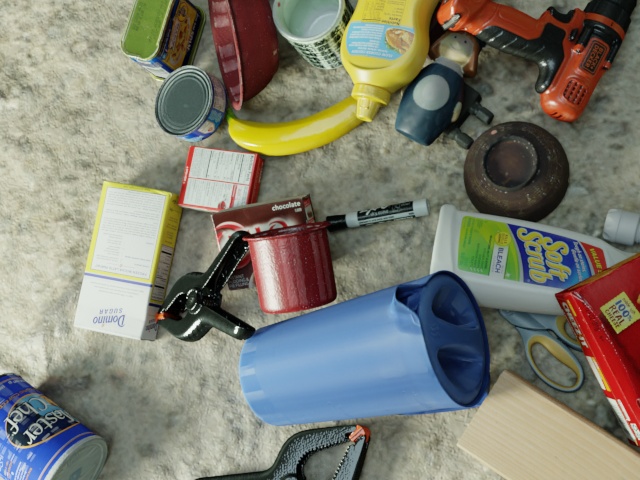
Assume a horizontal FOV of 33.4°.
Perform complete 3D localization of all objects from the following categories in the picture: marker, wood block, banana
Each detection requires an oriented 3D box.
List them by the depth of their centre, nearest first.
[{"bbox_3d":[0.249,0.219,1.040,0.206,0.090,0.091,32,91,20],"label":"wood block"},{"bbox_3d":[0.061,-0.027,1.182,0.121,0.020,0.020,-10,77,16],"label":"marker"},{"bbox_3d":[-0.025,-0.133,1.220,0.198,0.037,0.069,-4,79,17],"label":"banana"}]

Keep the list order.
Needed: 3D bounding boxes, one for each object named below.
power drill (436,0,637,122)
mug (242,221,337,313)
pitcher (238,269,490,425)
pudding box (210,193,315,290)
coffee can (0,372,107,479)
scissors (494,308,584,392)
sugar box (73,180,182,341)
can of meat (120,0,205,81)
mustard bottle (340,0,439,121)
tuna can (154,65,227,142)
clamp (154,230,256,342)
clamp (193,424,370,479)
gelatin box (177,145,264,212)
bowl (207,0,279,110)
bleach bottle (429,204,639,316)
[{"bbox_3d":[0.230,-0.241,1.108,0.187,0.057,0.184,29,80,-8],"label":"power drill"},{"bbox_3d":[-0.033,0.028,1.117,0.093,0.117,0.081,-12,96,-24],"label":"mug"},{"bbox_3d":[0.045,0.126,1.088,0.243,0.144,0.149,-16,90,33],"label":"pitcher"},{"bbox_3d":[-0.058,0.002,1.191,0.114,0.039,0.090,-11,100,15],"label":"pudding box"},{"bbox_3d":[-0.329,0.231,1.218,0.140,0.102,0.103,31,91,21],"label":"coffee can"},{"bbox_3d":[0.217,0.067,1.117,0.096,0.016,0.202,-39,71,6],"label":"scissors"},{"bbox_3d":[-0.224,0.024,1.253,0.093,0.048,0.176,10,87,19],"label":"sugar box"},{"bbox_3d":[-0.187,-0.248,1.268,0.057,0.083,0.102,14,85,20],"label":"can of meat"},{"bbox_3d":[0.072,-0.220,1.135,0.096,0.058,0.191,13,85,29],"label":"mustard bottle"},{"bbox_3d":[-0.152,-0.160,1.258,0.086,0.033,0.086,-8,76,30],"label":"tuna can"},{"bbox_3d":[-0.124,0.074,1.172,0.172,0.039,0.120,-37,46,42],"label":"clamp"},{"bbox_3d":[-0.036,0.265,1.152,0.165,0.036,0.210,43,93,19],"label":"clamp"},{"bbox_3d":[-0.115,-0.068,1.241,0.089,0.030,0.073,8,83,16],"label":"gelatin box"},{"bbox_3d":[-0.084,-0.232,1.210,0.055,0.162,0.162,-12,75,-11],"label":"bowl"},{"bbox_3d":[0.242,0.027,1.088,0.251,0.068,0.102,6,62,12],"label":"bleach bottle"}]
